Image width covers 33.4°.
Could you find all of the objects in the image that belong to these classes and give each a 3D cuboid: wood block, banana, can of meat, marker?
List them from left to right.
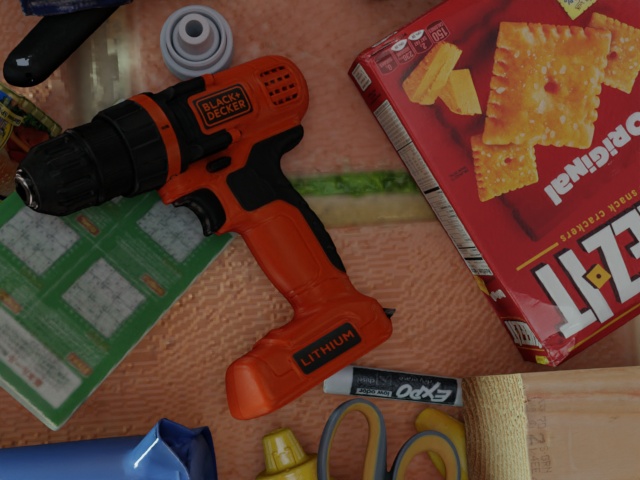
[{"bbox_3d":[-0.197,-0.049,0.594,0.057,0.102,0.084,29,84,10],"label":"can of meat"},{"bbox_3d":[0.063,0.090,0.647,0.121,0.020,0.020,7,87,-3],"label":"marker"},{"bbox_3d":[0.105,0.194,0.637,0.069,0.037,0.198,-9,89,-5],"label":"banana"},{"bbox_3d":[0.194,0.114,0.600,0.206,0.091,0.090,-2,81,-13],"label":"wood block"}]

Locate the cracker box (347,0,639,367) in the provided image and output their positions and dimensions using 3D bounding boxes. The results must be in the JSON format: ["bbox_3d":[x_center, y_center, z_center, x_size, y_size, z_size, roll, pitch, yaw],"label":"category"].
[{"bbox_3d":[0.142,-0.058,0.632,0.164,0.072,0.214,-32,91,-4],"label":"cracker box"}]

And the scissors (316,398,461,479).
[{"bbox_3d":[0.037,0.189,0.591,0.096,0.016,0.202,2,79,-22],"label":"scissors"}]

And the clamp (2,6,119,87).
[{"bbox_3d":[-0.106,-0.173,0.621,0.210,0.036,0.164,-12,67,-8],"label":"clamp"}]

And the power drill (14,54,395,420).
[{"bbox_3d":[-0.054,0.001,0.594,0.184,0.057,0.187,-27,92,-31],"label":"power drill"}]
